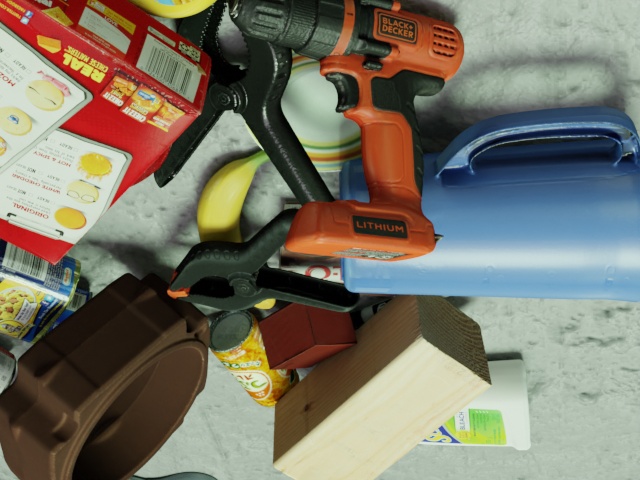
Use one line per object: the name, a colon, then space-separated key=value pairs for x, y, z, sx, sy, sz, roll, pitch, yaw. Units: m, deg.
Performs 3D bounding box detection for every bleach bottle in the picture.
bleach bottle: x=0.091 y=0.177 z=1.124 sx=0.251 sy=0.068 sz=0.102 roll=-4 pitch=135 yaw=10

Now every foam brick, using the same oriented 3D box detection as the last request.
foam brick: x=-0.013 y=0.087 z=1.015 sx=0.052 sy=0.051 sz=0.078 roll=2 pitch=156 yaw=-41

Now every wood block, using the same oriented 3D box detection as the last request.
wood block: x=0.054 y=0.146 z=1.012 sx=0.090 sy=0.091 sz=0.206 roll=35 pitch=118 yaw=-22

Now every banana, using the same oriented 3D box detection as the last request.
banana: x=-0.075 y=-0.003 z=0.954 sx=0.069 sy=0.037 sz=0.198 roll=4 pitch=137 yaw=1

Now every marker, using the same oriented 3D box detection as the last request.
marker: x=0.070 y=0.064 z=1.032 sx=0.121 sy=0.020 sz=0.020 roll=-23 pitch=132 yaw=24

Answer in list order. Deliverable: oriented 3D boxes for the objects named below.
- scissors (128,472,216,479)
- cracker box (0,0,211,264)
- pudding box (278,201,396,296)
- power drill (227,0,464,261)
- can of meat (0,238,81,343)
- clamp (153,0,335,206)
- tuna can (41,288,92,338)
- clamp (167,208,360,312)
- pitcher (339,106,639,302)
scissors: x=-0.209 y=0.289 z=1.288 sx=0.201 sy=0.016 sz=0.096 roll=29 pitch=129 yaw=-26
cracker box: x=-0.202 y=-0.093 z=0.752 sx=0.164 sy=0.072 sz=0.214 roll=31 pitch=133 yaw=-24
pudding box: x=0.019 y=0.009 z=0.961 sx=0.113 sy=0.039 sz=0.090 roll=4 pitch=138 yaw=-1
power drill: x=0.018 y=-0.084 z=0.747 sx=0.184 sy=0.187 sz=0.057 roll=7 pitch=170 yaw=-26
can of meat: x=-0.273 y=0.042 z=0.951 sx=0.083 sy=0.057 sz=0.102 roll=25 pitch=133 yaw=-27
clamp: x=-0.055 y=-0.107 z=0.806 sx=0.165 sy=0.036 sz=0.210 roll=20 pitch=127 yaw=18
tuna can: x=-0.247 y=0.085 z=1.020 sx=0.033 sy=0.086 sz=0.086 roll=19 pitch=134 yaw=-15
clamp: x=-0.052 y=0.033 z=0.927 sx=0.172 sy=0.039 sz=0.120 roll=-15 pitch=126 yaw=36
pitcher: x=0.137 y=-0.022 z=0.851 sx=0.243 sy=0.149 sz=0.145 roll=-1 pitch=179 yaw=1
